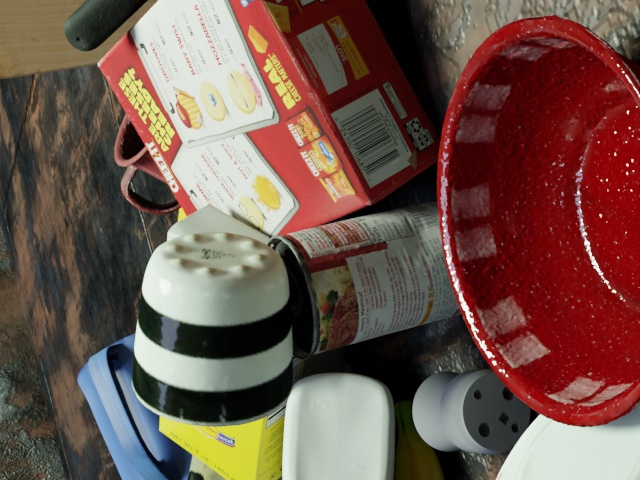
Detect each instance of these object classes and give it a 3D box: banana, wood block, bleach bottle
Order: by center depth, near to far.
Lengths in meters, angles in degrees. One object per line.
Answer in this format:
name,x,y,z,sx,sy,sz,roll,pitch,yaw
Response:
banana,0.062,0.204,0.704,0.069,0.037,0.198,-86,-1,-63
bleach bottle,0.012,0.188,0.739,0.251,0.068,0.102,89,-176,-59
wood block,-0.204,-0.197,0.885,0.090,0.205,0.091,-140,41,-56

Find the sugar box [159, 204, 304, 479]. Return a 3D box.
sugar box,-0.057,0.074,0.688,0.093,0.048,0.176,28,132,27

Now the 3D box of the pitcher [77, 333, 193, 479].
pitcher,-0.151,0.215,1.081,0.243,0.149,0.145,62,143,24

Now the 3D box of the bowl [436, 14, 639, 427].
bowl,0.110,-0.010,0.430,0.162,0.055,0.162,172,90,-67

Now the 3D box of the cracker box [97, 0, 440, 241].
cracker box,-0.039,-0.085,0.656,0.164,0.072,0.214,61,150,-5

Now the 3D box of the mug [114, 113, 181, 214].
mug,-0.105,-0.070,0.817,0.117,0.081,0.093,-55,30,10

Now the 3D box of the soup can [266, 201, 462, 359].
soup can,0.028,0.020,0.589,0.069,0.102,0.068,167,90,-68

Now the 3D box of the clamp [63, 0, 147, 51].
clamp,-0.065,-0.214,0.665,0.210,0.036,0.164,-29,31,31
